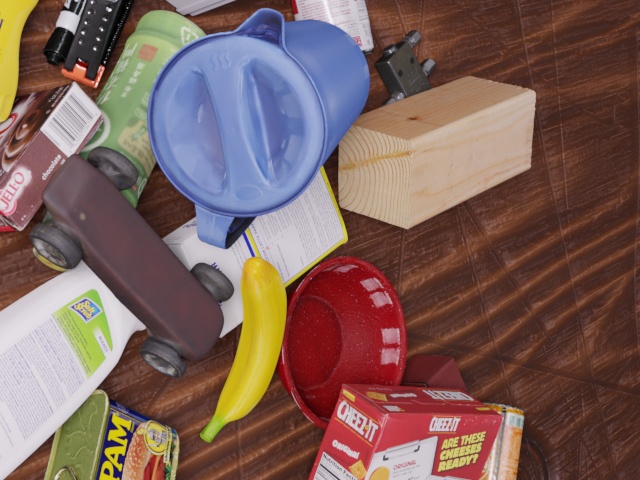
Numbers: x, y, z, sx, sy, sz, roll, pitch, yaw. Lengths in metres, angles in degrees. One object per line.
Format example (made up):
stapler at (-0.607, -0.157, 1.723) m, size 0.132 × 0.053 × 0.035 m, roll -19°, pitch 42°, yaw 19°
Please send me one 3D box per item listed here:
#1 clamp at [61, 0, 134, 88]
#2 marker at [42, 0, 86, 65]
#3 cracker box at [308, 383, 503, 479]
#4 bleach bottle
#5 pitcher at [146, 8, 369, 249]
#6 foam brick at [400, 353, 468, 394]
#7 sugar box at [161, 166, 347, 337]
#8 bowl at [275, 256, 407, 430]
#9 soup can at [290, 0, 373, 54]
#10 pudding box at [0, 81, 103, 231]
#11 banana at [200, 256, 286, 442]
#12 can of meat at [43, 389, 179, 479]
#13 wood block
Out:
clamp at (-0.148, -0.221, 0.835) m, size 0.036 × 0.164 × 0.210 m, roll 22°, pitch 94°, yaw -7°
marker at (-0.190, -0.191, 0.841) m, size 0.020 × 0.020 × 0.121 m, roll 33°, pitch 66°, yaw -38°
cracker box at (0.059, 0.241, 0.976) m, size 0.163 × 0.072 × 0.214 m, roll 10°, pitch 103°, yaw -43°
bleach bottle at (-0.200, 0.089, 0.791) m, size 0.250 × 0.068 × 0.102 m, roll -40°, pitch 117°, yaw -40°
pitcher at (-0.037, -0.103, 0.860) m, size 0.145 × 0.149 × 0.242 m, roll 60°, pitch 20°, yaw -8°
foam brick at (0.114, 0.162, 1.090) m, size 0.051 × 0.053 × 0.078 m, roll -39°, pitch 115°, yaw -37°
sugar box at (-0.056, 0.001, 0.942) m, size 0.175 × 0.048 × 0.093 m, roll -35°, pitch 113°, yaw -35°
bowl at (0.008, 0.096, 0.990) m, size 0.161 × 0.055 × 0.162 m, roll 2°, pitch 86°, yaw -43°
soup can at (0.007, -0.218, 0.996) m, size 0.068 × 0.069 × 0.102 m, roll -22°, pitch 103°, yaw -42°
pudding box at (-0.217, -0.057, 0.761) m, size 0.039 × 0.090 × 0.113 m, roll 50°, pitch 56°, yaw -32°
banana at (-0.055, 0.085, 0.887) m, size 0.069 × 0.037 × 0.198 m, roll -48°, pitch 158°, yaw -54°
can of meat at (-0.159, 0.178, 0.818) m, size 0.083 × 0.058 × 0.102 m, roll 35°, pitch 49°, yaw -39°
wood block at (0.119, -0.094, 1.066) m, size 0.205 × 0.091 × 0.090 m, roll -25°, pitch 124°, yaw -41°
